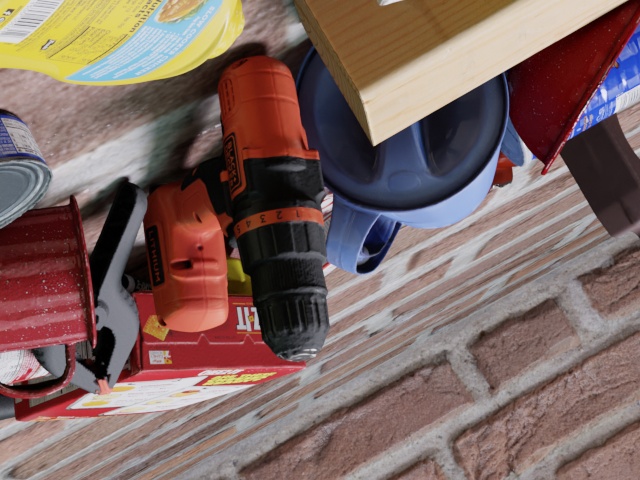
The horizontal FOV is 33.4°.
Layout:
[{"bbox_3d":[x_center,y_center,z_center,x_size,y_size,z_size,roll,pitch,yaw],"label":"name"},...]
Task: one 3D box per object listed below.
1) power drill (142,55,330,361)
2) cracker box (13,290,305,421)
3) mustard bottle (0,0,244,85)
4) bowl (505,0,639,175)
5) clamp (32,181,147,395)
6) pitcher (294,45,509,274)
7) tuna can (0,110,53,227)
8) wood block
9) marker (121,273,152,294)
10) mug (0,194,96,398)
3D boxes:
[{"bbox_3d":[-0.054,0.001,0.679,0.057,0.184,0.188,1,162,-28],"label":"power drill"},{"bbox_3d":[-0.144,0.101,0.917,0.163,0.072,0.214,4,160,-41],"label":"cracker box"},{"bbox_3d":[-0.088,-0.104,0.441,0.096,0.058,0.191,-37,165,24],"label":"mustard bottle"},{"bbox_3d":[0.165,-0.124,0.691,0.162,0.055,0.162,-57,172,-13],"label":"bowl"},{"bbox_3d":[-0.176,0.045,0.737,0.120,0.039,0.171,-13,127,-25],"label":"clamp"},{"bbox_3d":[0.063,-0.063,0.759,0.149,0.145,0.242,-24,171,8],"label":"pitcher"},{"bbox_3d":[-0.187,-0.031,0.559,0.086,0.034,0.086,-28,167,-7],"label":"tuna can"},{"bbox_3d":[0.094,-0.151,0.584,0.206,0.091,0.090,-29,166,1],"label":"wood block"},{"bbox_3d":[-0.161,0.041,0.920,0.020,0.020,0.121,-30,167,3],"label":"marker"},{"bbox_3d":[-0.179,0.036,0.633,0.081,0.117,0.093,-8,-175,-16],"label":"mug"}]
